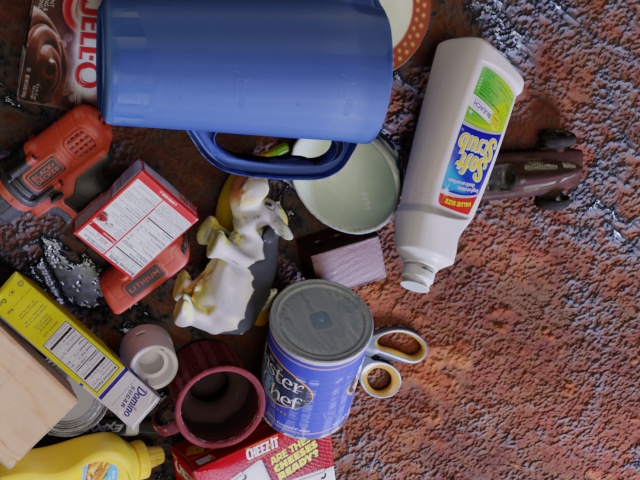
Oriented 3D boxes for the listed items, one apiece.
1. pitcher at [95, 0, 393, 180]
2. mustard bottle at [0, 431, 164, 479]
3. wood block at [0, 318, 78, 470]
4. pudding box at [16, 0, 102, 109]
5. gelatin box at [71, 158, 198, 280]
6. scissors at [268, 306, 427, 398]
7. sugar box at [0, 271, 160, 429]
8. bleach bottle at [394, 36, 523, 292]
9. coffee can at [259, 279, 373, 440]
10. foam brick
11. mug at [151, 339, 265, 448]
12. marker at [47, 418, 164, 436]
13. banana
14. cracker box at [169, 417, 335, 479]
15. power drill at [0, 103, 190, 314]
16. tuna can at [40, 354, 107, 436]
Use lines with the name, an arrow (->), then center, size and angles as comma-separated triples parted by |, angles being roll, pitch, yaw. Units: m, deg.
pitcher -> -0.068, -0.141, 0.921 | 0.242, 0.145, 0.149 | -1, 75, -15
mustard bottle -> -0.248, 0.238, 1.077 | 0.191, 0.058, 0.096 | -9, 134, -30
wood block -> -0.330, 0.100, 0.974 | 0.090, 0.091, 0.206 | -46, 106, -11
pudding box -> -0.221, -0.175, 0.964 | 0.089, 0.039, 0.113 | 8, 108, -23
gelatin box -> -0.167, -0.019, 0.961 | 0.089, 0.030, 0.073 | -41, 121, 12
scissors -> 0.023, 0.124, 1.176 | 0.201, 0.016, 0.096 | 9, 107, -22
sugar box -> -0.230, 0.102, 1.005 | 0.176, 0.093, 0.048 | 40, 80, -8
bleach bottle -> 0.127, -0.067, 1.038 | 0.102, 0.068, 0.250 | 35, 65, -44
coffee can -> -0.008, 0.122, 1.086 | 0.102, 0.103, 0.140 | -7, 140, -17
foam brick -> 0.022, 0.018, 1.114 | 0.078, 0.053, 0.051 | -18, 115, -12
mug -> -0.122, 0.161, 1.103 | 0.117, 0.082, 0.093 | -33, 117, -5
marker -> -0.223, 0.195, 1.116 | 0.121, 0.020, 0.020 | 5, 108, -20
banana -> -0.075, -0.004, 1.079 | 0.069, 0.037, 0.198 | 4, 109, -13
cracker box -> -0.064, 0.294, 1.165 | 0.163, 0.072, 0.214 | -20, 115, -28
power drill -> -0.229, -0.015, 1.001 | 0.184, 0.057, 0.187 | -34, 124, 13
tuna can -> -0.255, 0.151, 1.070 | 0.086, 0.034, 0.086 | -2, 97, -17
